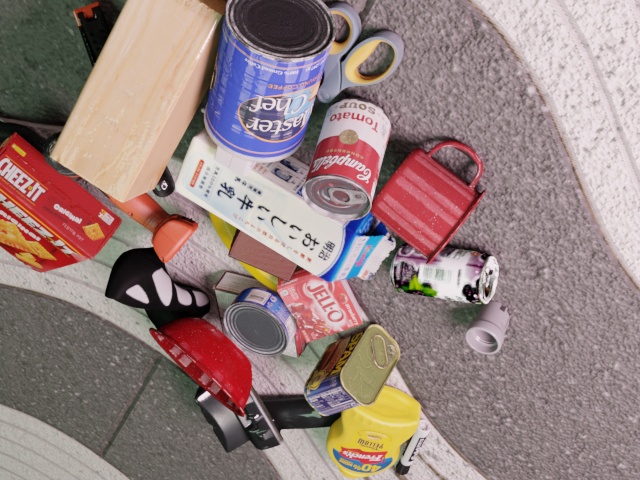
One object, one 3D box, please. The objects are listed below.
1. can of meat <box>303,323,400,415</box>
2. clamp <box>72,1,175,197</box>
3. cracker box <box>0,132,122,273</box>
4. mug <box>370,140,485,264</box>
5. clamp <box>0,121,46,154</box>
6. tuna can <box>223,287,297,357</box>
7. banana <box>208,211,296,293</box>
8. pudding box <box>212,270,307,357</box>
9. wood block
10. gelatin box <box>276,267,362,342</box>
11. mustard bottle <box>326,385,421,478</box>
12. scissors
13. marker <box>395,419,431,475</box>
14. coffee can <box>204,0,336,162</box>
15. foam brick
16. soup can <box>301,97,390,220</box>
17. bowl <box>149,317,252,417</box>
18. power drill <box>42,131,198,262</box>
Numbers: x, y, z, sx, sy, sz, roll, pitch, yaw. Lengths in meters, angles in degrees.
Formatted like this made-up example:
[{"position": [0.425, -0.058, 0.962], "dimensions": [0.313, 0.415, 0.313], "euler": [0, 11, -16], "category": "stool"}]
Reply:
[{"position": [0.036, 0.157, 1.274], "dimensions": [0.057, 0.102, 0.084], "euler": [46, 141, -14], "category": "can of meat"}, {"position": [-0.211, -0.149, 1.147], "dimensions": [0.165, 0.036, 0.210], "euler": [44, 154, 57], "category": "clamp"}, {"position": [-0.363, -0.038, 1.324], "dimensions": [0.164, 0.072, 0.214], "euler": [41, 155, -21], "category": "cracker box"}, {"position": [0.109, -0.046, 1.046], "dimensions": [0.081, 0.093, 0.117], "euler": [38, 109, 3], "category": "mug"}, {"position": [-0.400, -0.130, 1.335], "dimensions": [0.172, 0.039, 0.120], "euler": [15, 148, 22], "category": "clamp"}, {"position": [-0.071, 0.098, 1.282], "dimensions": [0.086, 0.033, 0.086], "euler": [16, 133, 18], "category": "tuna can"}, {"position": [-0.078, 0.003, 1.249], "dimensions": [0.070, 0.037, 0.197], "euler": [-9, 123, 40], "category": "banana"}, {"position": [-0.073, 0.092, 1.332], "dimensions": [0.114, 0.039, 0.090], "euler": [12, 132, 21], "category": "pudding box"}, {"position": [-0.168, -0.153, 1.042], "dimensions": [0.090, 0.090, 0.206], "euler": [32, 107, 3], "category": "wood block"}, {"position": [0.000, 0.070, 1.245], "dimensions": [0.073, 0.030, 0.089], "euler": [-20, 121, 12], "category": "gelatin box"}, {"position": [0.059, 0.259, 1.387], "dimensions": [0.096, 0.058, 0.192], "euler": [14, 140, -5], "category": "mustard bottle"}, {"position": [-0.001, -0.164, 1.051], "dimensions": [0.096, 0.016, 0.202], "euler": [49, 138, -14], "category": "scissors"}, {"position": [0.119, 0.272, 1.391], "dimensions": [0.020, 0.020, 0.121], "euler": [27, 139, 9], "category": "marker"}, {"position": [-0.050, -0.157, 1.007], "dimensions": [0.103, 0.102, 0.140], "euler": [29, 142, 7], "category": "coffee can"}, {"position": [-0.058, 0.001, 1.199], "dimensions": [0.078, 0.053, 0.051], "euler": [24, 116, -8], "category": "foam brick"}, {"position": [0.027, -0.080, 1.037], "dimensions": [0.068, 0.102, 0.068], "euler": [11, 147, 7], "category": "soup can"}, {"position": [-0.137, 0.146, 1.328], "dimensions": [0.162, 0.055, 0.162], "euler": [39, 164, 13], "category": "bowl"}, {"position": [-0.227, -0.055, 1.210], "dimensions": [0.187, 0.057, 0.184], "euler": [42, -178, -4], "category": "power drill"}]
